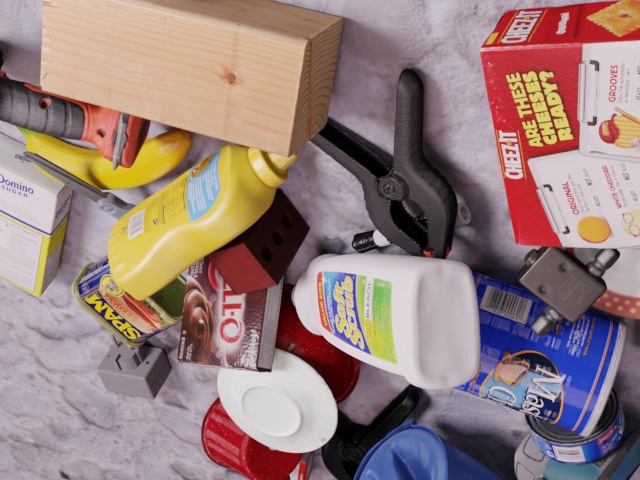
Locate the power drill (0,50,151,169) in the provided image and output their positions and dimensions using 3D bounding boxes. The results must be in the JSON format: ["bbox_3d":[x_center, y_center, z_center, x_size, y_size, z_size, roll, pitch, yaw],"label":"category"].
[{"bbox_3d":[-0.237,-0.120,0.896,0.187,0.184,0.057,11,113,-6],"label":"power drill"}]

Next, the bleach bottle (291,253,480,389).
[{"bbox_3d":[0.040,0.062,0.921,0.068,0.102,0.251,-3,-179,-26],"label":"bleach bottle"}]

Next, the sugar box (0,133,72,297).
[{"bbox_3d":[-0.310,-0.024,1.100,0.093,0.048,0.176,28,136,1],"label":"sugar box"}]

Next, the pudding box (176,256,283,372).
[{"bbox_3d":[-0.085,0.067,1.023,0.090,0.113,0.039,2,172,28],"label":"pudding box"}]

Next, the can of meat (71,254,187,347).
[{"bbox_3d":[-0.192,0.055,1.108,0.084,0.057,0.102,-27,117,41],"label":"can of meat"}]

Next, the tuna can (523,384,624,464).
[{"bbox_3d":[0.229,0.159,0.962,0.086,0.086,0.033,0,134,29],"label":"tuna can"}]

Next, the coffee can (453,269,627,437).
[{"bbox_3d":[0.176,0.095,0.911,0.140,0.102,0.103,19,139,10],"label":"coffee can"}]

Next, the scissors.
[{"bbox_3d":[-0.177,-0.034,0.995,0.096,0.016,0.201,-10,146,23],"label":"scissors"}]

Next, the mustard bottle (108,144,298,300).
[{"bbox_3d":[-0.098,-0.030,0.928,0.192,0.096,0.058,-33,124,21],"label":"mustard bottle"}]

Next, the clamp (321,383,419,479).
[{"bbox_3d":[0.048,0.218,1.160,0.165,0.036,0.210,1,129,29],"label":"clamp"}]

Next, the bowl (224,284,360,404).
[{"bbox_3d":[-0.044,0.123,1.075,0.162,0.055,0.162,13,125,19],"label":"bowl"}]

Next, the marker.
[{"bbox_3d":[0.075,-0.009,0.923,0.121,0.020,0.020,-17,123,40],"label":"marker"}]

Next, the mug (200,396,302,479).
[{"bbox_3d":[-0.066,0.224,1.163,0.082,0.093,0.117,14,132,55],"label":"mug"}]

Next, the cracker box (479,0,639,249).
[{"bbox_3d":[0.231,-0.077,0.720,0.214,0.072,0.164,2,126,28],"label":"cracker box"}]

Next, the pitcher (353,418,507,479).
[{"bbox_3d":[0.154,0.300,1.074,0.242,0.149,0.145,33,175,-29],"label":"pitcher"}]

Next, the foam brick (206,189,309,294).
[{"bbox_3d":[-0.056,0.001,0.961,0.051,0.078,0.053,-12,126,39],"label":"foam brick"}]

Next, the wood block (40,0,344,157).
[{"bbox_3d":[-0.099,-0.141,0.811,0.206,0.090,0.091,17,118,13],"label":"wood block"}]

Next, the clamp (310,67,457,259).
[{"bbox_3d":[0.052,-0.053,0.867,0.120,0.039,0.171,-2,119,40],"label":"clamp"}]

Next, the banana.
[{"bbox_3d":[-0.201,-0.077,0.990,0.198,0.037,0.069,7,137,23],"label":"banana"}]
